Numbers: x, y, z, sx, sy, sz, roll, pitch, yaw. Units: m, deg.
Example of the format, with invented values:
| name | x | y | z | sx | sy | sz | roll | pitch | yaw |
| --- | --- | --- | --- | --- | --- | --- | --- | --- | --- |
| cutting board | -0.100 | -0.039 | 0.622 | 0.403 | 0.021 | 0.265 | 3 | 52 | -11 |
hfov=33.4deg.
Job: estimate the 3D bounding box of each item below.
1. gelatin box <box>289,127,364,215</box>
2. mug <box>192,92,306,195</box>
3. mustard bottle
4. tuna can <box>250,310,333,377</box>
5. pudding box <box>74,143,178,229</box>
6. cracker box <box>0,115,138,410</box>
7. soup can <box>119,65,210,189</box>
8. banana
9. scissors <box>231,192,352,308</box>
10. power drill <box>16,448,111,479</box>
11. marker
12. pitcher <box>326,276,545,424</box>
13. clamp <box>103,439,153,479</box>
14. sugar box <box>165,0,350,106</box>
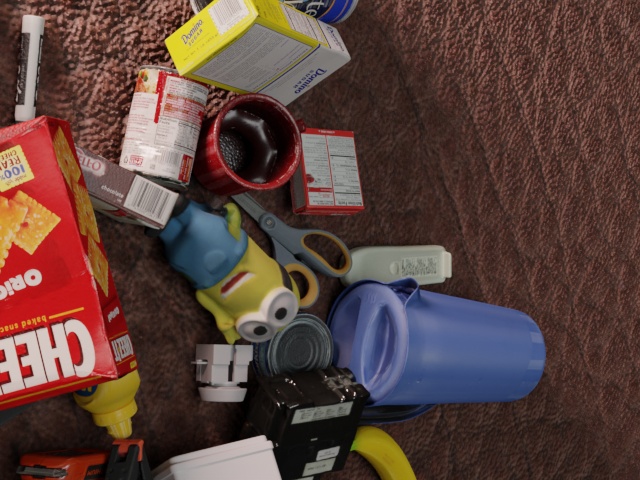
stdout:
| name | x | y | z | sx | sy | sz | roll | pitch | yaw |
| --- | --- | --- | --- | --- | --- | --- | --- | --- | --- |
| gelatin box | 0.003 | -0.071 | 1.113 | 0.073 | 0.030 | 0.089 | 0 | 77 | -35 |
| mug | -0.068 | -0.093 | 1.034 | 0.117 | 0.082 | 0.093 | -28 | 98 | -30 |
| mustard bottle | -0.204 | 0.090 | 0.952 | 0.058 | 0.096 | 0.191 | -25 | 108 | -33 |
| tuna can | -0.029 | 0.115 | 1.114 | 0.085 | 0.034 | 0.086 | -3 | 96 | -35 |
| pudding box | -0.197 | -0.049 | 0.950 | 0.113 | 0.090 | 0.039 | 29 | 79 | -34 |
| cracker box | -0.257 | 0.026 | 0.852 | 0.164 | 0.072 | 0.214 | -16 | 90 | 5 |
| soup can | -0.145 | -0.105 | 0.995 | 0.068 | 0.069 | 0.102 | 14 | 86 | -35 |
| banana | 0.076 | 0.269 | 1.196 | 0.069 | 0.037 | 0.197 | -48 | 122 | -27 |
| scissors | -0.057 | 0.001 | 1.096 | 0.201 | 0.016 | 0.096 | 27 | 89 | -25 |
| power drill | -0.219 | 0.283 | 0.954 | 0.184 | 0.057 | 0.187 | 25 | 65 | -70 |
| marker | -0.259 | -0.137 | 0.943 | 0.020 | 0.020 | 0.121 | 5 | 91 | -35 |
| pitcher | 0.127 | 0.128 | 1.179 | 0.242 | 0.149 | 0.145 | 10 | 73 | -38 |
| clamp | -0.172 | 0.265 | 0.940 | 0.039 | 0.120 | 0.171 | -5 | 93 | 6 |
| sugar box | -0.054 | -0.179 | 1.000 | 0.176 | 0.093 | 0.048 | 3 | 58 | -62 |
